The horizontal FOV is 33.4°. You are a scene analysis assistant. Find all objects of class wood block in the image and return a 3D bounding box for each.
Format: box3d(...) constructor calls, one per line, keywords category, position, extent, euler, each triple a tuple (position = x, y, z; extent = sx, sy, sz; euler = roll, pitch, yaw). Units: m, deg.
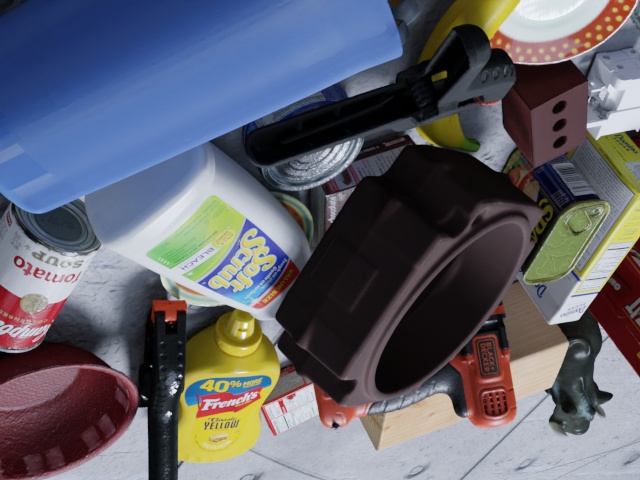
box3d(category="wood block", position=(0.136, 0.127, 1.093), extent=(0.205, 0.091, 0.090), euler=(-17, 144, -17))

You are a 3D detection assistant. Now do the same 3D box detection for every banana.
box3d(category="banana", position=(0.103, -0.129, 0.787), extent=(0.069, 0.037, 0.198), euler=(-19, 150, -19))

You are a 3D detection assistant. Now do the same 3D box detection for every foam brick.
box3d(category="foam brick", position=(0.180, -0.109, 0.860), extent=(0.053, 0.051, 0.078), euler=(-27, 145, -4))

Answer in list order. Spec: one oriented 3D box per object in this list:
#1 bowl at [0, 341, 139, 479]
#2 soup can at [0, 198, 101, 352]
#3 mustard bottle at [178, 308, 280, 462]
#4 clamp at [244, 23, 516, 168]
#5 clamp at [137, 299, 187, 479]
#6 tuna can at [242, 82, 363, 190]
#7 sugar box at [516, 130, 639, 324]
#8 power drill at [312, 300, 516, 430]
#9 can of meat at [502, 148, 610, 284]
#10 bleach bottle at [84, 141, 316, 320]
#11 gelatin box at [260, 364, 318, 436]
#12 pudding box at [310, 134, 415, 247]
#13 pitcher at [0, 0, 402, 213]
box3d(category="bowl", position=(-0.234, 0.133, 0.875), extent=(0.162, 0.055, 0.162), euler=(-19, 144, -14))
box3d(category="soup can", position=(-0.202, 0.020, 0.744), extent=(0.068, 0.068, 0.102), euler=(9, 130, -42))
box3d(category="mustard bottle", position=(-0.088, 0.127, 0.966), extent=(0.096, 0.058, 0.192), euler=(0, 136, -19))
box3d(category="clamp", position=(0.057, -0.090, 0.678), extent=(0.165, 0.036, 0.209), euler=(-21, 178, 26))
box3d(category="clamp", position=(-0.132, 0.127, 0.891), extent=(0.039, 0.120, 0.172), euler=(-7, 136, -20))
box3d(category="tuna can", position=(-0.011, -0.077, 0.783), extent=(0.086, 0.034, 0.086), euler=(-19, 144, -14))
box3d(category="sugar box", position=(0.243, -0.013, 0.989), extent=(0.048, 0.093, 0.176), euler=(-7, 141, -28))
box3d(category="power drill", position=(0.080, 0.091, 0.981), extent=(0.187, 0.184, 0.057), euler=(-10, 176, 0))
box3d(category="can of meat", position=(0.197, -0.026, 0.949), extent=(0.057, 0.084, 0.102), euler=(-7, 140, -28))
box3d(category="bleach bottle", position=(-0.055, 0.001, 0.792), extent=(0.103, 0.068, 0.250), euler=(-39, 145, 14))
box3d(category="gelatin box", position=(-0.020, 0.152, 1.071), extent=(0.089, 0.030, 0.073), euler=(-24, 146, -6))
box3d(category="pudding box", position=(0.038, -0.028, 0.875), extent=(0.090, 0.039, 0.113), euler=(-19, 145, -14))
box3d(category="pitcher", position=(-0.084, -0.113, 0.621), extent=(0.243, 0.145, 0.149), euler=(-26, 133, 3))
